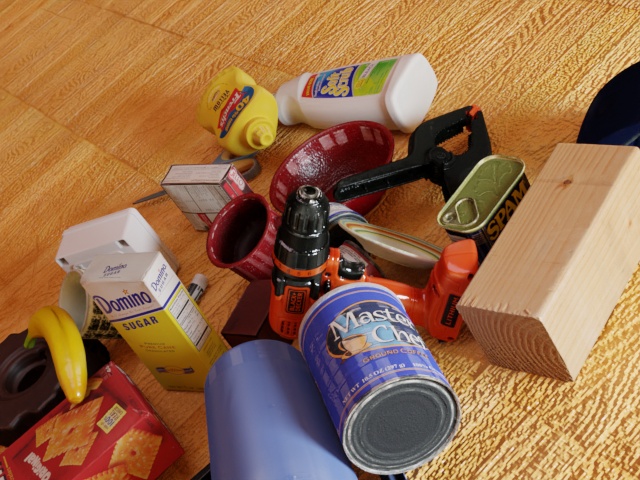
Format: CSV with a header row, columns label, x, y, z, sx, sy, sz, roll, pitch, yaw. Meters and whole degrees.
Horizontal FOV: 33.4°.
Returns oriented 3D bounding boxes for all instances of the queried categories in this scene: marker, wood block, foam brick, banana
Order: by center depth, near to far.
label,x,y,z,sx,sy,sz,roll,pitch,yaw
wood block,0.222,0.015,0.971,0.091,0.090,0.206,8,53,44
foam brick,-0.059,0.087,1.138,0.053,0.051,0.078,0,47,39
banana,-0.287,0.114,1.171,0.037,0.070,0.198,-3,14,-27
marker,-0.166,0.090,1.244,0.020,0.020,0.121,0,48,38

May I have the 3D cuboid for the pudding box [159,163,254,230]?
label,x,y,z,sx,sy,sz,roll,pitch,yaw
pudding box,-0.132,-0.053,1.323,0.114,0.090,0.039,1,48,39

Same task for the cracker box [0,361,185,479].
label,x,y,z,sx,sy,sz,roll,pitch,yaw
cracker box,-0.258,0.234,1.083,0.213,0.072,0.164,-40,25,-10

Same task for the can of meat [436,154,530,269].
label,x,y,z,sx,sy,sz,roll,pitch,yaw
can of meat,0.172,-0.019,1.053,0.058,0.084,0.102,15,57,46

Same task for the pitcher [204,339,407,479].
label,x,y,z,sx,sy,sz,roll,pitch,yaw
pitcher,-0.026,0.196,0.936,0.145,0.149,0.243,-42,30,14

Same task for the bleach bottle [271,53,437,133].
label,x,y,z,sx,sy,sz,roll,pitch,yaw
bleach bottle,0.023,-0.180,1.376,0.251,0.068,0.102,-1,49,41

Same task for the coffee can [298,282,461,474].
label,x,y,z,sx,sy,sz,roll,pitch,yaw
coffee can,0.048,0.116,0.919,0.103,0.102,0.140,-32,35,3

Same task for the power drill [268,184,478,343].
label,x,y,z,sx,sy,sz,roll,pitch,yaw
power drill,0.047,0.028,0.991,0.187,0.184,0.057,7,47,-2

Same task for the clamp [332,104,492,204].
label,x,y,z,sx,sy,sz,roll,pitch,yaw
clamp,0.136,-0.073,1.161,0.165,0.036,0.209,31,54,20

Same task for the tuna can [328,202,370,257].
label,x,y,z,sx,sy,sz,roll,pitch,yaw
tuna can,0.014,0.005,1.147,0.086,0.086,0.034,-43,38,-13

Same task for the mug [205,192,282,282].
label,x,y,z,sx,sy,sz,roll,pitch,yaw
mug,-0.058,0.001,1.192,0.117,0.081,0.093,-24,50,29

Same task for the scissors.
label,x,y,z,sx,sy,sz,roll,pitch,yaw
scissors,-0.162,-0.094,1.457,0.202,0.016,0.096,-7,42,31

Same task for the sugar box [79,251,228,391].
label,x,y,z,sx,sy,sz,roll,pitch,yaw
sugar box,-0.166,0.088,1.112,0.093,0.176,0.048,-4,45,35

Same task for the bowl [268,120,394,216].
label,x,y,z,sx,sy,sz,roll,pitch,yaw
bowl,0.023,-0.068,1.249,0.162,0.055,0.162,-21,38,17

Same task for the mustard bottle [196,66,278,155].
label,x,y,z,sx,sy,sz,roll,pitch,yaw
mustard bottle,-0.104,-0.165,1.425,0.096,0.058,0.192,-53,33,6
